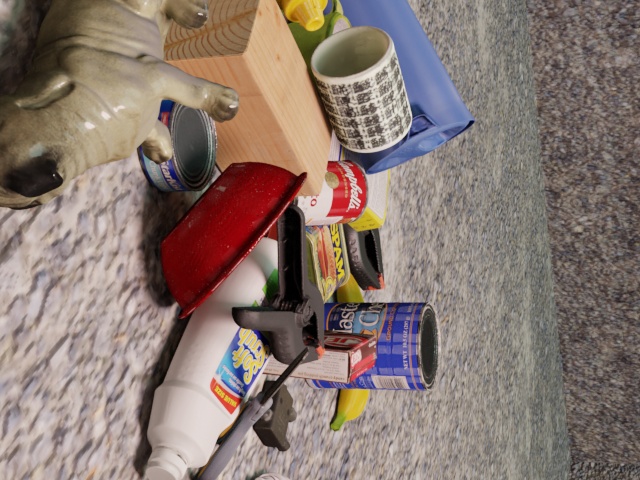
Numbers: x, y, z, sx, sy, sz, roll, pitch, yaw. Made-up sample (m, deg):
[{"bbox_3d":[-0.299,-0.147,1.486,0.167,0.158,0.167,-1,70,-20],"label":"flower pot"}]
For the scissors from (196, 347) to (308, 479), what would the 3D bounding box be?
[{"bbox_3d":[-0.063,0.157,0.911,0.096,0.016,0.202,-58,-176,-29],"label":"scissors"}]

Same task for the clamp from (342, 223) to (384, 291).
[{"bbox_3d":[0.040,-0.021,1.341,0.164,0.036,0.210,-54,134,-58],"label":"clamp"}]

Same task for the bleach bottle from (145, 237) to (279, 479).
[{"bbox_3d":[-0.089,0.112,0.936,0.250,0.068,0.102,-67,151,-44],"label":"bleach bottle"}]

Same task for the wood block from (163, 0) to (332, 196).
[{"bbox_3d":[-0.064,-0.132,0.975,0.206,0.091,0.090,61,34,-53],"label":"wood block"}]

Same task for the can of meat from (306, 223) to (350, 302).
[{"bbox_3d":[-0.012,0.019,1.164,0.083,0.058,0.102,-45,130,-60],"label":"can of meat"}]

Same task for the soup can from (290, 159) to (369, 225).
[{"bbox_3d":[-0.009,-0.050,1.104,0.102,0.069,0.068,-4,93,-42],"label":"soup can"}]

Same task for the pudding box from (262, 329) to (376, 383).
[{"bbox_3d":[-0.008,0.114,1.082,0.090,0.114,0.039,-12,103,-70],"label":"pudding box"}]

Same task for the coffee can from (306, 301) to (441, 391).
[{"bbox_3d":[0.059,0.121,1.231,0.102,0.140,0.103,-1,90,-70],"label":"coffee can"}]

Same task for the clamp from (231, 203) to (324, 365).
[{"bbox_3d":[-0.032,0.064,0.938,0.120,0.039,0.171,-55,146,-33],"label":"clamp"}]

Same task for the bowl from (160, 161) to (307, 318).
[{"bbox_3d":[-0.083,-0.013,0.889,0.055,0.162,0.162,42,33,-8],"label":"bowl"}]

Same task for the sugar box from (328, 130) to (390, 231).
[{"bbox_3d":[0.018,-0.091,1.219,0.176,0.048,0.093,39,49,-45],"label":"sugar box"}]

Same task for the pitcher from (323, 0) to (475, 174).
[{"bbox_3d":[0.061,-0.203,1.196,0.144,0.149,0.243,-20,82,-43],"label":"pitcher"}]

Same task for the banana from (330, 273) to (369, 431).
[{"bbox_3d":[0.040,0.137,1.333,0.069,0.037,0.198,18,72,-70],"label":"banana"}]

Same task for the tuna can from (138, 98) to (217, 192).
[{"bbox_3d":[-0.120,-0.083,0.899,0.086,0.034,0.086,-1,90,-71],"label":"tuna can"}]
